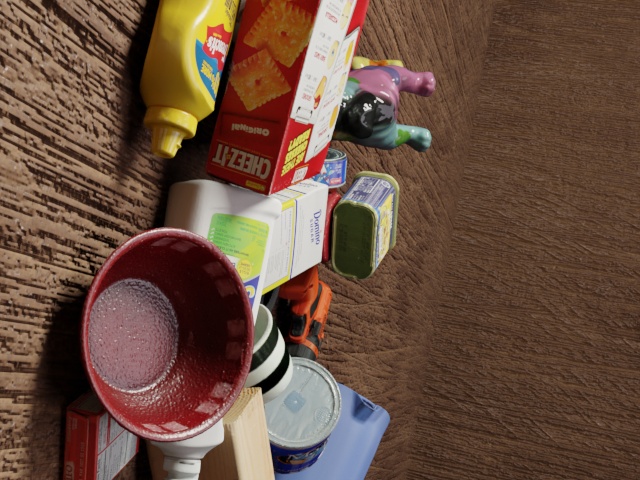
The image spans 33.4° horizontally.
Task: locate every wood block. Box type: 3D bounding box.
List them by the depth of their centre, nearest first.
[{"bbox_3d":[-0.095,0.251,1.001,0.090,0.091,0.206,-46,130,-71],"label":"wood block"}]

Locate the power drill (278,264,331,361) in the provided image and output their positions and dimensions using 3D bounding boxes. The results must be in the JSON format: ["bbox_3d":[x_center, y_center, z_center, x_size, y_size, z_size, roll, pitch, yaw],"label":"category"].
[{"bbox_3d":[-0.030,0.088,1.329,0.188,0.057,0.184,88,14,-51],"label":"power drill"}]

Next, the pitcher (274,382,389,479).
[{"bbox_3d":[-0.012,0.322,1.438,0.242,0.145,0.149,-65,153,-28],"label":"pitcher"}]

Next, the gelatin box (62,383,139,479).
[{"bbox_3d":[-0.171,0.151,0.843,0.089,0.030,0.073,-44,143,-69],"label":"gelatin box"}]

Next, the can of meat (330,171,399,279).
[{"bbox_3d":[0.050,-0.016,1.222,0.083,0.057,0.102,-53,149,-57],"label":"can of meat"}]

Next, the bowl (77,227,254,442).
[{"bbox_3d":[-0.128,0.072,0.820,0.161,0.055,0.162,6,82,-45],"label":"bowl"}]

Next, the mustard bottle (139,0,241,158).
[{"bbox_3d":[-0.102,-0.157,0.845,0.096,0.058,0.191,66,37,-75],"label":"mustard bottle"}]

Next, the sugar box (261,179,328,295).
[{"bbox_3d":[-0.057,0.001,1.091,0.175,0.048,0.093,-30,131,-56],"label":"sugar box"}]

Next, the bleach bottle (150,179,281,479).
[{"bbox_3d":[-0.098,0.080,0.918,0.102,0.068,0.251,15,78,-42],"label":"bleach bottle"}]

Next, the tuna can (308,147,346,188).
[{"bbox_3d":[-0.013,-0.084,1.207,0.086,0.086,0.034,-43,140,-68],"label":"tuna can"}]

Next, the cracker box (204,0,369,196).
[{"bbox_3d":[-0.024,-0.159,0.946,0.164,0.072,0.214,-32,140,-71],"label":"cracker box"}]

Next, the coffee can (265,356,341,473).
[{"bbox_3d":[-0.035,0.203,1.226,0.140,0.103,0.102,104,2,-66],"label":"coffee can"}]
